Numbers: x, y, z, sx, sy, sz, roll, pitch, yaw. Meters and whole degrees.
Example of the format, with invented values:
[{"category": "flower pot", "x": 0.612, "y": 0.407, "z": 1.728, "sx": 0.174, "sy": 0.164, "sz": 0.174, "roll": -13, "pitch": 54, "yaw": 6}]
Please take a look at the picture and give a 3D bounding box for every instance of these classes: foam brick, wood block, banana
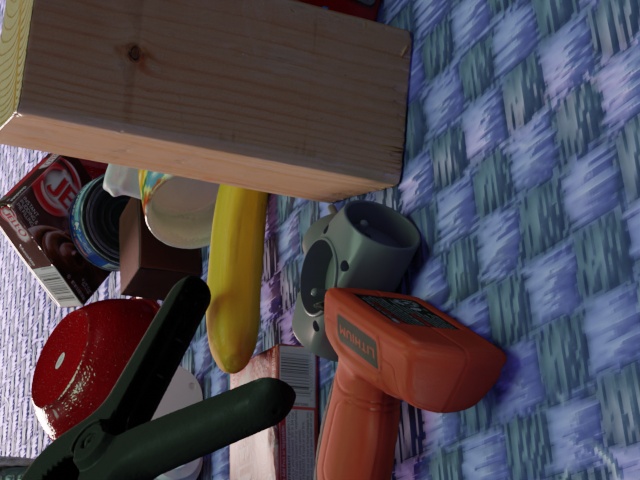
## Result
[{"category": "foam brick", "x": -0.131, "y": 0.004, "z": 0.869, "sx": 0.051, "sy": 0.052, "sz": 0.078, "roll": -49, "pitch": 39, "yaw": 48}, {"category": "wood block", "x": -0.063, "y": -0.085, "z": 0.579, "sx": 0.090, "sy": 0.205, "sz": 0.091, "roll": -12, "pitch": 71, "yaw": 63}, {"category": "banana", "x": -0.055, "y": 0.007, "z": 0.702, "sx": 0.070, "sy": 0.037, "sz": 0.198, "roll": 96, "pitch": 177, "yaw": -58}]

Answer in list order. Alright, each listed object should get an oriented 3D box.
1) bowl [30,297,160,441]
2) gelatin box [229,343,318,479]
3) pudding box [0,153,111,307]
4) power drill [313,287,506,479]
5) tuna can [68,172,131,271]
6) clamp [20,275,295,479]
[{"category": "bowl", "x": -0.203, "y": 0.112, "z": 0.924, "sx": 0.162, "sy": 0.055, "sz": 0.162, "roll": -34, "pitch": 41, "yaw": 36}, {"category": "gelatin box", "x": -0.030, "y": 0.114, "z": 0.650, "sx": 0.073, "sy": 0.030, "sz": 0.089, "roll": -34, "pitch": 52, "yaw": 57}, {"category": "pudding box", "x": -0.224, "y": -0.011, "z": 0.934, "sx": 0.039, "sy": 0.113, "sz": 0.090, "roll": -8, "pitch": 33, "yaw": 35}, {"category": "power drill", "x": 0.028, "y": 0.127, "z": 0.495, "sx": 0.185, "sy": 0.057, "sz": 0.188, "roll": 33, "pitch": 112, "yaw": 62}, {"category": "tuna can", "x": -0.170, "y": -0.017, "z": 0.918, "sx": 0.034, "sy": 0.086, "sz": 0.086, "roll": -17, "pitch": 67, "yaw": 61}, {"category": "clamp", "x": -0.108, "y": 0.118, "z": 0.578, "sx": 0.210, "sy": 0.036, "sz": 0.165, "roll": -48, "pitch": 28, "yaw": -9}]
